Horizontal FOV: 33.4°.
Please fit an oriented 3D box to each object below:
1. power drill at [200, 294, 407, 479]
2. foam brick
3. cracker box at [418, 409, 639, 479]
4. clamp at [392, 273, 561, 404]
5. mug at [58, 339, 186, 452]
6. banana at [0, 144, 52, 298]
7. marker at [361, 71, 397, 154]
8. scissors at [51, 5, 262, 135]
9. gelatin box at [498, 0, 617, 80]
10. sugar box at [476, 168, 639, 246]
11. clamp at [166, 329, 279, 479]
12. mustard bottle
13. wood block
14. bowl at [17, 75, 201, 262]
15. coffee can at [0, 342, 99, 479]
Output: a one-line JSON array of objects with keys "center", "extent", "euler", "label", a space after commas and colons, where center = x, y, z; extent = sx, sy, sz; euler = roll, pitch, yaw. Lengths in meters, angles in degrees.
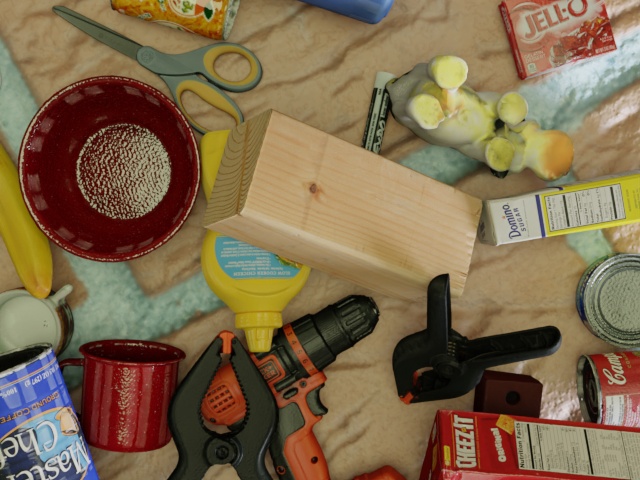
[{"center": [0.005, 0.162, 0.956], "extent": [0.184, 0.057, 0.187], "euler": [-30, 89, 4], "label": "power drill"}, {"center": [0.166, 0.159, 0.958], "extent": [0.053, 0.051, 0.078], "euler": [5, 91, -1], "label": "foam brick"}, {"center": [0.193, 0.230, 0.911], "extent": [0.213, 0.072, 0.164], "euler": [5, 131, -2], "label": "cracker box"}, {"center": [0.106, 0.089, 0.906], "extent": [0.120, 0.039, 0.172], "euler": [37, 135, -14], "label": "clamp"}, {"center": [-0.180, 0.135, 0.937], "extent": [0.117, 0.093, 0.081], "euler": [6, 96, 0], "label": "mug"}, {"center": [-0.281, -0.036, 0.938], "extent": [0.037, 0.069, 0.198], "euler": [-31, 86, 12], "label": "banana"}, {"center": [0.047, -0.092, 0.967], "extent": [0.020, 0.020, 0.121], "euler": [12, 91, -1], "label": "marker"}, {"center": [-0.137, -0.175, 0.965], "extent": [0.202, 0.016, 0.096], "euler": [43, 89, -2], "label": "scissors"}, {"center": [0.213, -0.192, 0.960], "extent": [0.089, 0.030, 0.073], "euler": [-16, 91, 0], "label": "gelatin box"}, {"center": [0.227, -0.030, 0.934], "extent": [0.176, 0.093, 0.048], "euler": [-12, 91, 1], "label": "sugar box"}, {"center": [-0.094, 0.183, 0.909], "extent": [0.164, 0.036, 0.210], "euler": [-4, 90, -8], "label": "clamp"}, {"center": [-0.056, 0.001, 0.933], "extent": [0.096, 0.058, 0.191], "euler": [0, 81, -15], "label": "mustard bottle"}, {"center": [0.021, -0.023, 0.890], "extent": [0.205, 0.090, 0.091], "euler": [22, 74, -23], "label": "wood block"}, {"center": [-0.180, -0.062, 0.944], "extent": [0.162, 0.055, 0.162], "euler": [0, 91, 4], "label": "bowl"}, {"center": [-0.248, 0.168, 0.881], "extent": [0.103, 0.103, 0.140], "euler": [-18, 98, 0], "label": "coffee can"}]
